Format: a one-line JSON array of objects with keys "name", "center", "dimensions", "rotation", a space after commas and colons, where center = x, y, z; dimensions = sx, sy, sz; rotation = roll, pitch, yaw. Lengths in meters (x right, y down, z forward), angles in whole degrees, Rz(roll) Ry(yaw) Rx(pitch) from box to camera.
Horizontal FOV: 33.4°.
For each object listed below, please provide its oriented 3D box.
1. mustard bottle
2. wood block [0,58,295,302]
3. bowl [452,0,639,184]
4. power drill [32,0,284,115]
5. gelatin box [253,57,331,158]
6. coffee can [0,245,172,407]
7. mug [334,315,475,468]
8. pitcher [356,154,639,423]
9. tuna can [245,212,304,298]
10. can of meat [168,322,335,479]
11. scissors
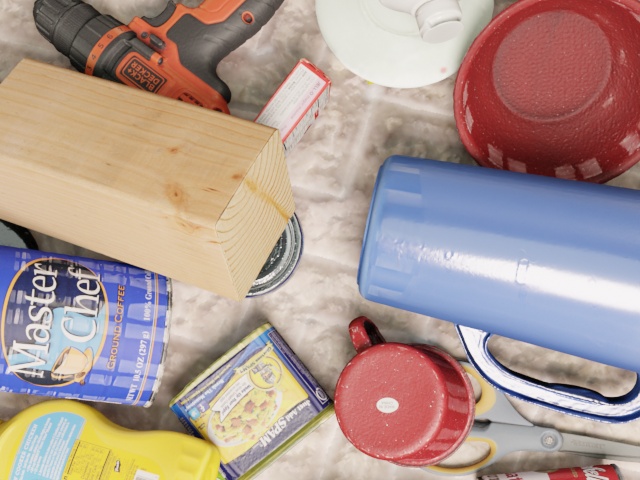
[{"name": "mustard bottle", "center": [-0.174, 0.165, 0.755], "dimensions": [0.192, 0.058, 0.096], "rotation": [14, 78, 13]}, {"name": "wood block", "center": [-0.133, -0.045, 0.742], "dimensions": [0.206, 0.091, 0.090], "rotation": [17, 58, 20]}, {"name": "bowl", "center": [0.174, -0.116, 0.779], "dimensions": [0.162, 0.055, 0.162], "rotation": [0, 122, -1]}, {"name": "power drill", "center": [-0.103, -0.181, 0.803], "dimensions": [0.184, 0.057, 0.187], "rotation": [38, 88, 13]}, {"name": "gelatin box", "center": [-0.029, -0.087, 0.792], "dimensions": [0.030, 0.073, 0.089], "rotation": [37, 88, 2]}, {"name": "coffee can", "center": [-0.184, 0.060, 0.752], "dimensions": [0.140, 0.103, 0.103], "rotation": [9, 87, -18]}, {"name": "mug", "center": [0.053, 0.106, 0.767], "dimensions": [0.093, 0.081, 0.117], "rotation": [-29, 72, 11]}, {"name": "pitcher", "center": [0.151, 0.024, 0.762], "dimensions": [0.243, 0.145, 0.149], "rotation": [12, 57, 5]}, {"name": "tuna can", "center": [-0.055, 0.001, 0.807], "dimensions": [0.086, 0.034, 0.086], "rotation": [0, 87, 1]}, {"name": "can of meat", "center": [-0.050, 0.122, 0.790], "dimensions": [0.102, 0.057, 0.084], "rotation": [-39, 85, -2]}, {"name": "scissors", "center": [0.162, 0.132, 0.806], "dimensions": [0.201, 0.016, 0.096], "rotation": [-7, 87, 0]}]
